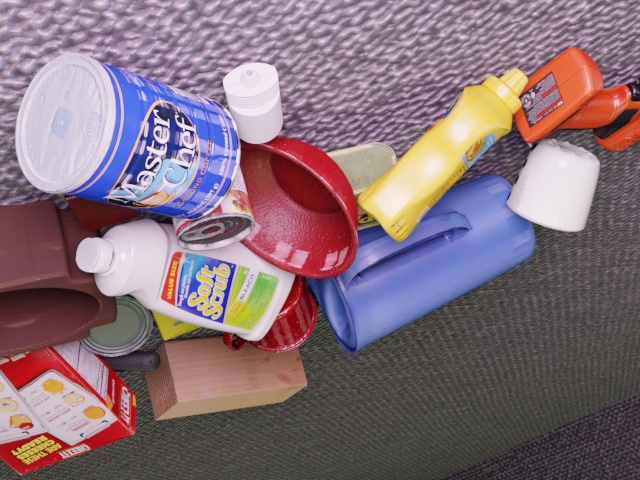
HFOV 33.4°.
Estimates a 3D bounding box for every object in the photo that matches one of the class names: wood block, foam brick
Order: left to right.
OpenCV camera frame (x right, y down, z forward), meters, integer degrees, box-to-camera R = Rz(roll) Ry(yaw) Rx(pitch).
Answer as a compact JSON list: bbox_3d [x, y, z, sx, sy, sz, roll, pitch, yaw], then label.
[{"bbox_3d":[-0.191,-0.050,0.923,0.053,0.051,0.078,-15,160,-5],"label":"foam brick"},{"bbox_3d":[-0.136,0.191,1.533,0.205,0.090,0.091,-4,156,-31],"label":"wood block"}]

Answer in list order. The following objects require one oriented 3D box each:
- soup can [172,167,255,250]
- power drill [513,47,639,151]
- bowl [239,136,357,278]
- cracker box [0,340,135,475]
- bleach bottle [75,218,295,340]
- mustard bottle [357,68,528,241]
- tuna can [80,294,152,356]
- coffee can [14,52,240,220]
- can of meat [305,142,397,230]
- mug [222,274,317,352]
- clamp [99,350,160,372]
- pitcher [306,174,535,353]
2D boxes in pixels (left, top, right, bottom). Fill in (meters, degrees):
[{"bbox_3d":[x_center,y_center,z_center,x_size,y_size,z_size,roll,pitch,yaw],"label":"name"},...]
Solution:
[{"bbox_3d":[-0.101,-0.051,0.913,0.068,0.102,0.068,-14,160,-6],"label":"soup can"},{"bbox_3d":[0.293,-0.143,1.028,0.187,0.057,0.185,-1,155,-34],"label":"power drill"},{"bbox_3d":[-0.024,-0.041,0.990,0.055,0.162,0.162,-52,-178,-35],"label":"bowl"},{"bbox_3d":[-0.338,0.167,1.232,0.164,0.072,0.213,-21,131,14],"label":"cracker box"},{"bbox_3d":[-0.133,0.036,1.021,0.250,0.068,0.103,13,110,-53],"label":"bleach bottle"},{"bbox_3d":[0.119,-0.085,0.987,0.191,0.058,0.096,-45,169,3],"label":"mustard bottle"},{"bbox_3d":[-0.236,0.089,1.217,0.086,0.034,0.086,-8,124,-12],"label":"tuna can"},{"bbox_3d":[-0.145,-0.075,0.817,0.103,0.103,0.140,-28,157,30],"label":"coffee can"},{"bbox_3d":[0.029,-0.051,1.076,0.102,0.057,0.084,-14,157,-7],"label":"can of meat"},{"bbox_3d":[-0.063,0.075,1.182,0.117,0.093,0.081,-40,155,-13],"label":"mug"},{"bbox_3d":[-0.316,0.148,1.331,0.209,0.036,0.165,5,170,-17],"label":"clamp"},{"bbox_3d":[0.111,0.014,1.168,0.242,0.149,0.145,-24,118,-14],"label":"pitcher"}]
